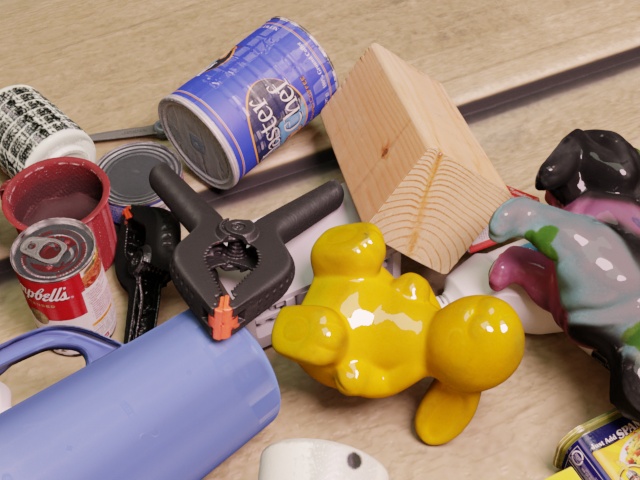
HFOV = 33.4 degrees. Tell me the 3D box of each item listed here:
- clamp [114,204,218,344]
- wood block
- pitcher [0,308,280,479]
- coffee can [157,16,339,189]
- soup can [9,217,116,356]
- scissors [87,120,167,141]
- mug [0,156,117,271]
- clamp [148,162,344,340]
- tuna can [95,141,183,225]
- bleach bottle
[{"bbox_3d":[-0.135,0.020,0.902,0.120,0.039,0.171,-40,44,23],"label":"clamp"},{"bbox_3d":[0.075,-0.077,0.924,0.090,0.091,0.206,27,24,-26],"label":"wood block"},{"bbox_3d":[-0.156,0.139,0.768,0.242,0.149,0.145,-33,39,-28],"label":"pitcher"},{"bbox_3d":[-0.067,-0.129,1.001,0.103,0.103,0.140,35,63,29],"label":"coffee can"},{"bbox_3d":[-0.209,0.040,0.880,0.068,0.102,0.068,-2,48,2],"label":"soup can"},{"bbox_3d":[-0.142,-0.101,1.060,0.201,0.016,0.096,-19,50,-13],"label":"scissors"},{"bbox_3d":[-0.236,-0.017,0.947,0.117,0.081,0.093,20,52,19],"label":"mug"},{"bbox_3d":[-0.055,0.001,0.834,0.164,0.036,0.210,1,34,-6],"label":"clamp"},{"bbox_3d":[-0.171,-0.053,1.007,0.086,0.034,0.086,-2,48,2],"label":"tuna can"},{"bbox_3d":[0.207,0.036,0.888,0.250,0.068,0.102,-17,50,-8],"label":"bleach bottle"}]
